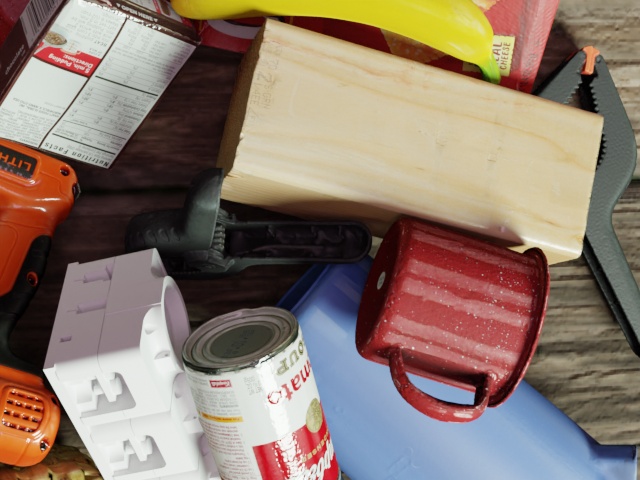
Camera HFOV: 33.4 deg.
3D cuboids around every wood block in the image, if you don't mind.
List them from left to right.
[{"bbox_3d":[0.048,-0.050,0.636,0.206,0.091,0.090,14,79,-12],"label":"wood block"}]

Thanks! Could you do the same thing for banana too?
[{"bbox_3d":[0.014,-0.130,0.595,0.198,0.037,0.070,14,135,-1],"label":"banana"}]

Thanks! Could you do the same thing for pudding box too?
[{"bbox_3d":[-0.138,-0.100,0.629,0.089,0.039,0.114,16,129,-41],"label":"pudding box"}]

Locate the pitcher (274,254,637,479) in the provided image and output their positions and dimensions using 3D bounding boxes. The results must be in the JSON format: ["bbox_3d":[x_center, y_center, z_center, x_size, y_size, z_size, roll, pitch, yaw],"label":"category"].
[{"bbox_3d":[0.063,0.124,0.682,0.243,0.145,0.149,42,74,-5],"label":"pitcher"}]

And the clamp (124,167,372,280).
[{"bbox_3d":[-0.054,0.001,0.640,0.120,0.172,0.039,23,69,-27],"label":"clamp"}]

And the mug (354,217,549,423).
[{"bbox_3d":[0.067,0.045,0.579,0.081,0.093,0.117,17,52,-7],"label":"mug"}]

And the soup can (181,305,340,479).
[{"bbox_3d":[-0.033,0.096,0.597,0.068,0.068,0.102,-17,113,-8],"label":"soup can"}]

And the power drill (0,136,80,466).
[{"bbox_3d":[-0.224,0.022,0.606,0.184,0.057,0.187,23,57,-24],"label":"power drill"}]
